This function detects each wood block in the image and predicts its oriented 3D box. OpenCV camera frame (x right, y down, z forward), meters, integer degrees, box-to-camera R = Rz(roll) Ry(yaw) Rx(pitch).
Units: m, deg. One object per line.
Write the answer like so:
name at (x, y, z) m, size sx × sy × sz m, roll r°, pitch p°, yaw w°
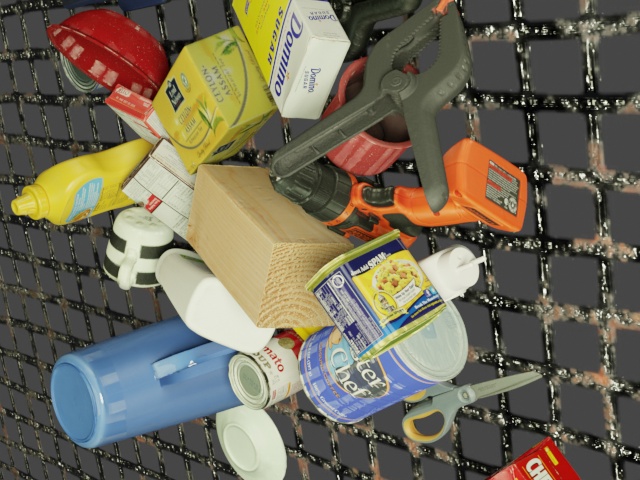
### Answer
wood block at (-0.057, 0.002, 1.090) m, size 0.206 × 0.090 × 0.091 m, roll 43°, pitch 127°, yaw 54°

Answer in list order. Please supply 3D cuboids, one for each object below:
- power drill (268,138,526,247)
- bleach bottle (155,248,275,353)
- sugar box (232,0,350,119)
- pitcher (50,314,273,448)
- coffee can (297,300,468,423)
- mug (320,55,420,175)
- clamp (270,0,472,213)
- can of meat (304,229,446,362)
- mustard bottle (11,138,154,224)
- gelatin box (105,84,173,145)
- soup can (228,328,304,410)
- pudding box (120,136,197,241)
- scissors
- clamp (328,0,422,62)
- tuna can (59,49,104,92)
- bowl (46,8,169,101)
power drill at (0.071, -0.043, 0.942) m, size 0.188 × 0.184 × 0.057 m, roll -6°, pitch 69°, yaw 44°
bleach bottle at (-0.129, 0.055, 1.222) m, size 0.068 × 0.102 × 0.251 m, roll -66°, pitch 20°, yaw 2°
sugar box at (-0.032, -0.207, 1.015) m, size 0.093 × 0.048 × 0.176 m, roll 115°, pitch 146°, yaw -40°
pitcher at (-0.175, 0.151, 1.226) m, size 0.145 × 0.242 × 0.149 m, roll 33°, pitch 122°, yaw 37°
coffee can at (0.060, 0.111, 1.050) m, size 0.141 × 0.102 × 0.103 m, roll -34°, pitch 81°, yaw 42°
mug at (0.049, -0.121, 0.985) m, size 0.082 × 0.093 × 0.117 m, roll 132°, pitch 147°, yaw -62°
clamp at (0.074, -0.115, 0.884) m, size 0.165 × 0.210 × 0.036 m, roll 23°, pitch 159°, yaw 34°
can of meat at (0.051, 0.048, 0.925) m, size 0.084 × 0.101 × 0.058 m, roll 55°, pitch 136°, yaw 11°
mustard bottle at (-0.283, -0.064, 1.283) m, size 0.058 × 0.191 × 0.096 m, roll 53°, pitch 137°, yaw 16°
gelatin box at (-0.199, -0.139, 1.248) m, size 0.073 × 0.030 × 0.089 m, roll 28°, pitch 167°, yaw 36°
soup can at (-0.044, 0.139, 1.185) m, size 0.069 × 0.102 × 0.068 m, roll 22°, pitch 122°, yaw 40°
pudding box at (-0.166, -0.057, 1.246) m, size 0.113 × 0.039 × 0.090 m, roll 37°, pitch 139°, yaw -13°
scissors at (0.132, 0.139, 1.063) m, size 0.096 × 0.016 × 0.202 m, roll 56°, pitch 138°, yaw 14°
clamp at (0.029, -0.230, 0.989) m, size 0.172 × 0.039 × 0.120 m, roll -35°, pitch 64°, yaw 54°
tuna can at (-0.289, -0.230, 1.337) m, size 0.086 × 0.033 × 0.086 m, roll 22°, pitch 122°, yaw 40°
bowl at (-0.231, -0.217, 1.229) m, size 0.162 × 0.055 × 0.162 m, roll 30°, pitch 168°, yaw 6°
